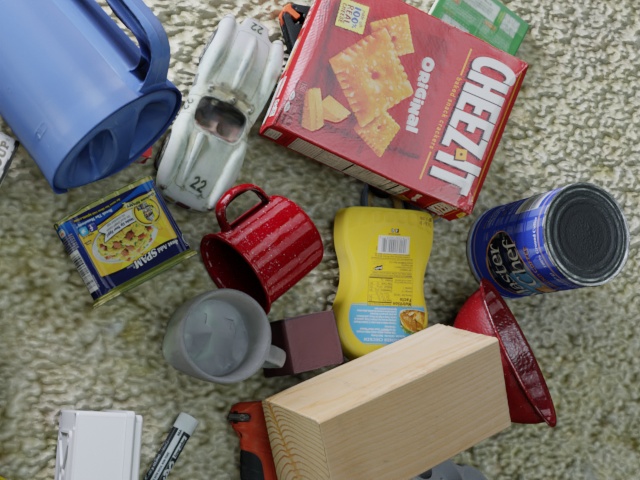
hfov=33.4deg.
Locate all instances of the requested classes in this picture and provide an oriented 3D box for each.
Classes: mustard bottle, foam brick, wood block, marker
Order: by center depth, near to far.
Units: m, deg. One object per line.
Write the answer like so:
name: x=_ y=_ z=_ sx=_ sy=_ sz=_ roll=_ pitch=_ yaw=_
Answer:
wood block: x=0.063 y=0.155 z=0.957 sx=0.205 sy=0.090 sz=0.091 roll=-20 pitch=107 yaw=-32
marker: x=-0.147 y=0.212 z=0.961 sx=0.020 sy=0.020 sz=0.121 roll=34 pitch=71 yaw=-15
foam brick: x=-0.020 y=0.097 z=1.000 sx=0.052 sy=0.078 sz=0.051 roll=-9 pitch=84 yaw=-24
mustard bottle: x=0.058 y=0.065 z=1.043 sx=0.096 sy=0.058 sz=0.191 roll=4 pitch=87 yaw=-22

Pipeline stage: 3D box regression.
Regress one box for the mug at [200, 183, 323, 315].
mug: x=-0.056 y=0.001 z=0.990 sx=0.081 sy=0.093 sz=0.117 roll=-39 pitch=114 yaw=-28

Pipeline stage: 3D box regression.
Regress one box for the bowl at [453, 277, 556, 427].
bowl: x=0.175 y=0.121 z=1.064 sx=0.055 sy=0.162 sz=0.162 roll=-27 pitch=94 yaw=15

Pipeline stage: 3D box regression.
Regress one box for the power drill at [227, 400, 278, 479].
power drill: x=-0.014 y=0.240 z=0.993 sx=0.184 sy=0.057 sz=0.187 roll=2 pitch=81 yaw=-27

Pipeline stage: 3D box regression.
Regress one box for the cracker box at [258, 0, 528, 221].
cracker box: x=0.071 y=-0.136 z=1.022 sx=0.213 sy=0.072 sz=0.164 roll=24 pitch=82 yaw=-10

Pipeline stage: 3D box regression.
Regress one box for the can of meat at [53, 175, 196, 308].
can of meat: x=-0.177 y=0.000 z=0.959 sx=0.102 sy=0.058 sz=0.084 roll=-29 pitch=92 yaw=-25

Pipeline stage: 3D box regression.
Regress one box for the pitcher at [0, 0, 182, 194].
pitcher: x=-0.232 y=-0.174 z=0.892 sx=0.149 sy=0.145 sz=0.243 roll=-39 pitch=83 yaw=-7

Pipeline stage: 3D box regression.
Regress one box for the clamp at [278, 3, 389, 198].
clamp: x=0.037 y=-0.154 z=1.074 sx=0.210 sy=0.036 sz=0.164 roll=34 pitch=76 yaw=-6

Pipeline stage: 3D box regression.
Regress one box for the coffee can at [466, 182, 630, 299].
coffee can: x=0.229 y=0.003 z=1.086 sx=0.102 sy=0.140 sz=0.103 roll=4 pitch=81 yaw=-23
